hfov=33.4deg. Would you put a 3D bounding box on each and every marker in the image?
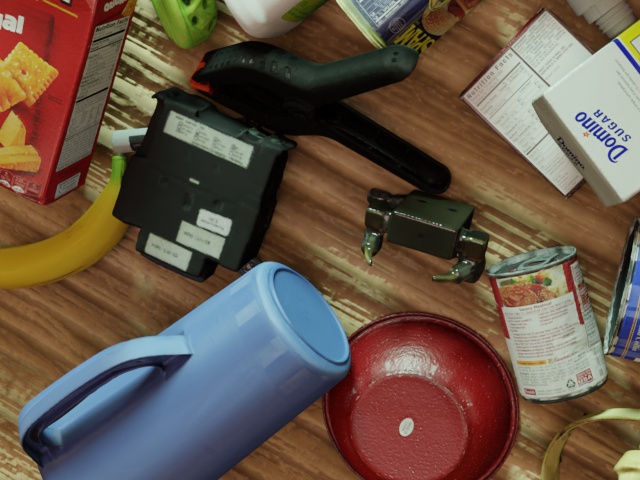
[{"bbox_3d":[-0.110,-0.085,0.863,0.121,0.020,0.020,-4,99,15],"label":"marker"}]

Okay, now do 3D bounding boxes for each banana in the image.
[{"bbox_3d":[-0.229,0.002,0.904,0.198,0.037,0.069,-27,76,16],"label":"banana"}]

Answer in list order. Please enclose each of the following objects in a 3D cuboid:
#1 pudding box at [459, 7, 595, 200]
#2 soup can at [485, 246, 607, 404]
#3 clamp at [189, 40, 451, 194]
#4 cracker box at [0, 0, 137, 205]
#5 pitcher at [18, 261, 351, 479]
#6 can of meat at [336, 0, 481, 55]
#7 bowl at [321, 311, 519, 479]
[{"bbox_3d":[0.172,-0.100,0.780,0.113,0.039,0.090,45,107,4],"label":"pudding box"},{"bbox_3d":[0.170,0.062,0.796,0.069,0.068,0.102,-14,97,16],"label":"soup can"},{"bbox_3d":[-0.005,-0.109,0.782,0.210,0.164,0.036,20,68,18],"label":"clamp"},{"bbox_3d":[-0.231,-0.154,0.774,0.164,0.072,0.214,27,118,8],"label":"cracker box"},{"bbox_3d":[-0.104,0.121,0.831,0.243,0.149,0.145,-38,91,18],"label":"pitcher"},{"bbox_3d":[0.068,-0.175,0.758,0.084,0.102,0.057,-41,77,15],"label":"can of meat"},{"bbox_3d":[0.074,0.140,0.842,0.162,0.055,0.162,3,101,14],"label":"bowl"}]
